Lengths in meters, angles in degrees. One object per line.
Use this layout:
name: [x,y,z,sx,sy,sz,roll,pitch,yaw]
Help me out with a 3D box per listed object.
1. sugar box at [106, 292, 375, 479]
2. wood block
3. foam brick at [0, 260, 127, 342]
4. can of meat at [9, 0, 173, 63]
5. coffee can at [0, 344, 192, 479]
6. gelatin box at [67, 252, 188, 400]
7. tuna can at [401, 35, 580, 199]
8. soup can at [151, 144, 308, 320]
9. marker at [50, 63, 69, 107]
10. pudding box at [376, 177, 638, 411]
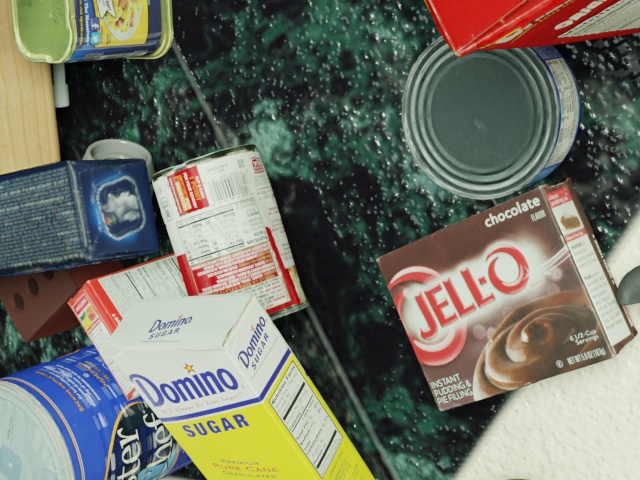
sugar box: [-0.040,0.108,0.617,0.094,0.048,0.176,-6,131,37]
wood block: [-0.235,-0.150,0.688,0.091,0.090,0.206,27,126,48]
foam brick: [-0.182,0.027,0.745,0.078,0.051,0.053,-41,76,36]
can of meat: [-0.140,-0.159,0.647,0.058,0.083,0.102,8,107,34]
coffee can: [-0.145,0.119,0.686,0.103,0.140,0.103,10,107,34]
gelatin box: [-0.102,0.051,0.669,0.030,0.089,0.073,-43,76,37]
tuna can: [0.086,-0.065,0.538,0.086,0.033,0.086,10,107,34]
soup can: [-0.054,0.001,0.635,0.069,0.068,0.102,-17,91,38]
marker: [-0.182,-0.151,0.720,0.020,0.020,0.121,11,108,34]
pudding box: [0.094,0.030,0.553,0.114,0.039,0.090,-26,86,38]
